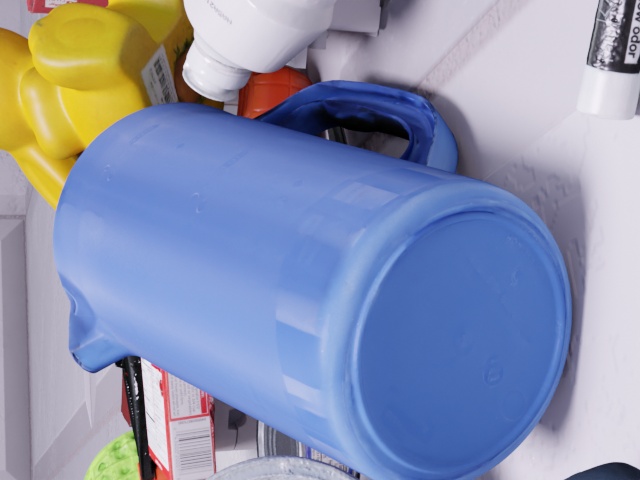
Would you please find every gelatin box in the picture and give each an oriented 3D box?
[{"bbox_3d":[-0.086,0.093,0.639,0.073,0.030,0.089,-173,79,-70],"label":"gelatin box"}]

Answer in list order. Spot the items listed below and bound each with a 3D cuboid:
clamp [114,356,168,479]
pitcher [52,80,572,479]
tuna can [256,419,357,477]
[{"bbox_3d":[-0.125,0.061,0.729,0.165,0.036,0.210,103,155,-56],"label":"clamp"},{"bbox_3d":[-0.007,0.006,0.454,0.243,0.144,0.149,17,106,57],"label":"pitcher"},{"bbox_3d":[-0.009,0.116,0.606,0.086,0.033,0.086,180,90,-70],"label":"tuna can"}]
